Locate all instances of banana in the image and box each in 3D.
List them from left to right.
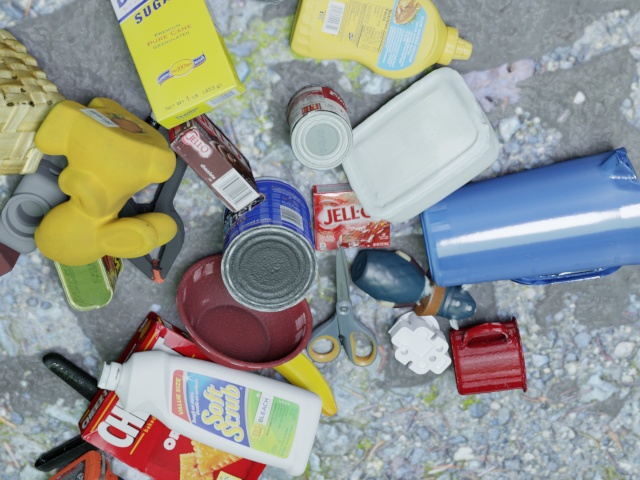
[{"bbox_3d":[-0.058,0.146,1.288,0.197,0.069,0.037,29,147,-20],"label":"banana"}]

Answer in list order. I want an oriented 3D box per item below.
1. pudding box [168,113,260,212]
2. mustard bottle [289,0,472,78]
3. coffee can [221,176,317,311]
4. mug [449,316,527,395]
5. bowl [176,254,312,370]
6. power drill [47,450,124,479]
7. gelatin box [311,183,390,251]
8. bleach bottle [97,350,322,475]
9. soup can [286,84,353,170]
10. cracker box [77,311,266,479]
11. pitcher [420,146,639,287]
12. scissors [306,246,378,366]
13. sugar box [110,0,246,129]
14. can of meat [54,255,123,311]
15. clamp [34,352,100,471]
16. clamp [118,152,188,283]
[{"bbox_3d":[-0.118,-0.095,1.155,0.039,0.090,0.113,-35,121,9],"label":"pudding box"},{"bbox_3d":[0.069,-0.225,1.136,0.191,0.058,0.096,13,105,-9],"label":"mustard bottle"},{"bbox_3d":[-0.058,0.001,1.181,0.102,0.140,0.103,-1,115,-3],"label":"coffee can"},{"bbox_3d":[0.199,0.136,1.279,0.081,0.093,0.117,-8,144,5],"label":"mug"},{"bbox_3d":[-0.093,0.093,1.226,0.162,0.162,0.055,17,135,-11],"label":"bowl"},{"bbox_3d":[-0.267,0.356,1.355,0.185,0.057,0.187,-37,125,15],"label":"power drill"},{"bbox_3d":[0.036,-0.028,1.235,0.089,0.030,0.073,-3,113,-2],"label":"gelatin box"},{"bbox_3d":[-0.130,0.190,1.214,0.250,0.068,0.102,17,86,-15],"label":"bleach bottle"},{"bbox_3d":[-0.002,-0.123,1.153,0.068,0.102,0.068,-1,113,-3],"label":"soup can"},{"bbox_3d":[-0.155,0.212,1.279,0.213,0.072,0.164,34,86,-17],"label":"cracker box"},{"bbox_3d":[0.239,-0.012,1.209,0.243,0.145,0.149,-10,93,5],"label":"pitcher"},{"bbox_3d":[0.011,0.086,1.261,0.096,0.016,0.201,-13,132,13],"label":"scissors"},{"bbox_3d":[-0.152,-0.214,1.091,0.093,0.048,0.176,-24,83,7],"label":"sugar box"},{"bbox_3d":[-0.265,0.018,1.208,0.057,0.084,0.102,-13,113,2],"label":"can of meat"},{"bbox_3d":[-0.251,0.213,1.319,0.210,0.036,0.164,0,114,-6],"label":"clamp"},{"bbox_3d":[-0.208,-0.032,1.214,0.120,0.039,0.171,2,113,-4],"label":"clamp"}]
